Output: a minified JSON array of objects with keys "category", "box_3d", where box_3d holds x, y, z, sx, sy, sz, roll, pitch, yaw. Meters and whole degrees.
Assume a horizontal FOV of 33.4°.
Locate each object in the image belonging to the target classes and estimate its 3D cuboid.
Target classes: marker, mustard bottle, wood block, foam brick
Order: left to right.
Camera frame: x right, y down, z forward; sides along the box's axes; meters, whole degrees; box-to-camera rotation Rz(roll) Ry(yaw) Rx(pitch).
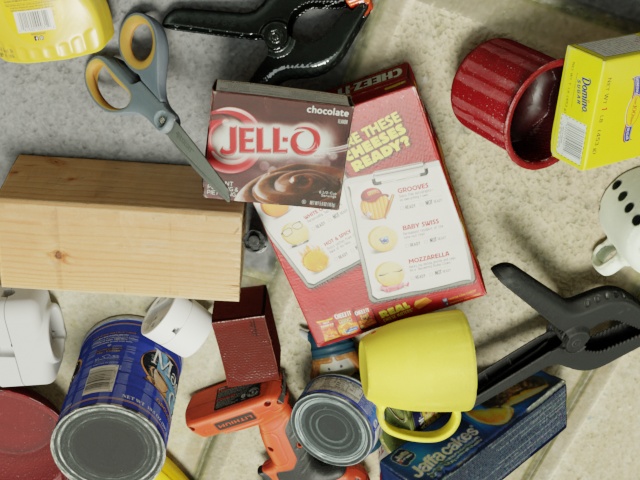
[{"category":"mustard bottle","box_3d":[-0.230,-0.237,0.828,0.096,0.058,0.191,-3,120,14]},{"category":"wood block","box_3d":[-0.170,-0.011,0.940,0.206,0.090,0.091,4,121,-2]},{"category":"foam brick","box_3d":[-0.070,0.091,1.019,0.053,0.051,0.078,-8,120,4]},{"category":"marker","box_3d":[-0.056,0.001,0.932,0.020,0.121,0.020,0,89,-2]}]

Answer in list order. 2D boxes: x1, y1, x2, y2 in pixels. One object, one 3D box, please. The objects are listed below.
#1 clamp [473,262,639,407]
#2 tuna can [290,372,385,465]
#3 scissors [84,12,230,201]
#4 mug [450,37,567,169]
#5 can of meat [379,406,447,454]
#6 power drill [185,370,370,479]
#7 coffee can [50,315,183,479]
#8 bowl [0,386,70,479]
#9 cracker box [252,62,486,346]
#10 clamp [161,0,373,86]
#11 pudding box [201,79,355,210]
[{"category":"clamp","box_3d":[0.222,0.092,0.992,0.209,0.036,0.165,3,126,-24]},{"category":"tuna can","box_3d":[0.016,0.170,1.009,0.086,0.033,0.086,12,121,19]},{"category":"scissors","box_3d":[-0.119,-0.115,0.849,0.016,0.202,0.096,10,108,-54]},{"category":"mug","box_3d":[0.166,-0.108,0.875,0.093,0.082,0.117,-45,133,-5]},{"category":"can of meat","box_3d":[0.099,0.156,1.031,0.083,0.058,0.102,-31,123,-27]},{"category":"power drill","box_3d":[-0.062,0.228,1.096,0.184,0.057,0.187,-23,119,12]},{"category":"coffee can","box_3d":[-0.187,0.151,1.002,0.103,0.140,0.103,0,120,0]},{"category":"bowl","box_3d":[-0.318,0.199,1.080,0.162,0.055,0.162,0,120,0]},{"category":"cracker box","box_3d":[0.037,-0.028,0.939,0.164,0.072,0.213,-18,117,10]},{"category":"clamp","box_3d":[-0.043,-0.168,0.870,0.171,0.039,0.120,-33,92,5]},{"category":"pudding box","box_3d":[-0.035,-0.076,0.848,0.113,0.039,0.090,5,117,-7]}]
